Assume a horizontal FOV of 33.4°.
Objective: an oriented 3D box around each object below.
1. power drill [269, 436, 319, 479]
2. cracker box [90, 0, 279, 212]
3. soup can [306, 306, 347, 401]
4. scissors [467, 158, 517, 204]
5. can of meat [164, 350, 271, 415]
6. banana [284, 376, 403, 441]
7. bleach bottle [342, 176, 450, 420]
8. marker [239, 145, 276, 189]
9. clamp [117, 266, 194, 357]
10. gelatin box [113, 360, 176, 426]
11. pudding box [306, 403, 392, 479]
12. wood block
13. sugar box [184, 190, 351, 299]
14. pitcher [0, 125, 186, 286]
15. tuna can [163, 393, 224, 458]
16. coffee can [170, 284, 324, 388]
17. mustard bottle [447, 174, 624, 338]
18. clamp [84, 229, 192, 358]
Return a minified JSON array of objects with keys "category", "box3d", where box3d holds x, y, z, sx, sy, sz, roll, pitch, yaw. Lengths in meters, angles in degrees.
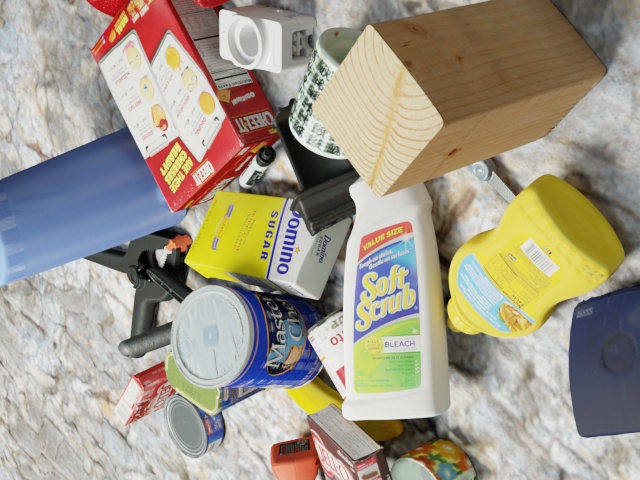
[{"category":"power drill","box3d":[-0.012,0.319,1.158,0.184,0.057,0.187,-128,28,-84]},{"category":"cracker box","box3d":[-0.147,-0.163,1.155,0.164,0.071,0.214,-37,79,48]},{"category":"soup can","box3d":[0.039,0.120,1.074,0.102,0.068,0.069,59,138,12]},{"category":"scissors","box3d":[0.129,-0.062,0.945,0.096,0.016,0.202,-33,86,53]},{"category":"can of meat","box3d":[-0.119,0.151,1.242,0.102,0.083,0.057,26,123,38]},{"category":"banana","box3d":[0.007,0.165,1.150,0.198,0.037,0.070,38,132,30]},{"category":"bleach bottle","box3d":[0.061,0.036,0.991,0.103,0.068,0.251,-6,88,20]},{"category":"marker","box3d":[-0.066,-0.075,1.105,0.020,0.020,0.121,66,164,4]},{"category":"clamp","box3d":[-0.148,0.095,1.226,0.172,0.120,0.039,11,154,24]},{"category":"gelatin box","box3d":[-0.218,0.194,1.372,0.030,0.073,0.089,50,135,18]},{"category":"pudding box","box3d":[0.033,0.227,1.072,0.114,0.039,0.090,28,140,59]},{"category":"wood block","box3d":[0.109,-0.114,0.801,0.090,0.205,0.091,55,136,15]},{"category":"sugar box","box3d":[-0.057,0.001,1.112,0.177,0.048,0.093,6,68,46]},{"category":"pitcher","box3d":[-0.290,-0.041,1.227,0.145,0.242,0.149,56,144,12]},{"category":"tuna can","box3d":[-0.160,0.231,1.356,0.086,0.033,0.086,21,120,40]},{"category":"coffee can","box3d":[-0.071,0.102,1.106,0.103,0.140,0.103,-6,80,34]},{"category":"mustard bottle","box3d":[0.163,0.031,0.906,0.096,0.058,0.192,47,140,5]},{"category":"clamp","box3d":[-0.229,0.037,1.347,0.164,0.036,0.210,57,135,13]}]
